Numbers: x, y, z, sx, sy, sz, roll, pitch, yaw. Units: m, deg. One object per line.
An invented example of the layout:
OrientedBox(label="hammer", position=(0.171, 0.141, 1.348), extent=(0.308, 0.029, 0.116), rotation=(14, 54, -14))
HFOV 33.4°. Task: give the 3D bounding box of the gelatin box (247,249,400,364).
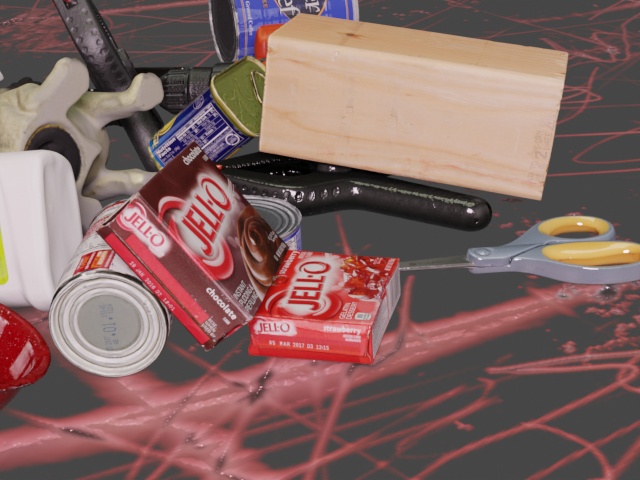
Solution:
OrientedBox(label="gelatin box", position=(0.004, 0.037, 0.630), extent=(0.073, 0.030, 0.089), rotation=(4, 25, 14))

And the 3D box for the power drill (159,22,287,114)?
OrientedBox(label="power drill", position=(-0.043, -0.154, 0.981), extent=(0.184, 0.057, 0.187), rotation=(2, 24, 9))

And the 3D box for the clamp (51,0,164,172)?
OrientedBox(label="clamp", position=(-0.167, -0.131, 0.875), extent=(0.039, 0.171, 0.120), rotation=(-33, 36, -4))

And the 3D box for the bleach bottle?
OrientedBox(label="bleach bottle", position=(-0.279, 0.005, 0.670), extent=(0.251, 0.102, 0.068), rotation=(-6, -1, 10))

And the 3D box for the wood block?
OrientedBox(label="wood block", position=(0.069, -0.101, 0.782), extent=(0.206, 0.090, 0.090), rotation=(11, 25, 11))

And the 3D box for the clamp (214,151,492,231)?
OrientedBox(label="clamp", position=(0.013, -0.049, 0.809), extent=(0.210, 0.036, 0.164), rotation=(1, 23, -2))

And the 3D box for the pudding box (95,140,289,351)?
OrientedBox(label="pudding box", position=(-0.068, 0.000, 0.604), extent=(0.039, 0.090, 0.113), rotation=(-38, 10, 18))

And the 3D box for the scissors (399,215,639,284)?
OrientedBox(label="scissors", position=(0.115, 0.005, 0.708), extent=(0.202, 0.016, 0.096), rotation=(2, 23, 10))

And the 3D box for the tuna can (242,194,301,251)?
OrientedBox(label="tuna can", position=(-0.055, 0.001, 0.710), extent=(0.086, 0.034, 0.086), rotation=(-2, 25, 1))

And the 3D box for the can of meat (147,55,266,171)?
OrientedBox(label="can of meat", position=(-0.081, -0.092, 0.845), extent=(0.084, 0.057, 0.102), rotation=(-36, 8, 27))

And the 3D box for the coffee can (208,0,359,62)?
OrientedBox(label="coffee can", position=(-0.041, -0.247, 1.168), extent=(0.140, 0.103, 0.103), rotation=(-11, 26, -18))

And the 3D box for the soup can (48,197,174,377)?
OrientedBox(label="soup can", position=(-0.114, 0.025, 0.623), extent=(0.068, 0.068, 0.102), rotation=(-1, 25, 2))
